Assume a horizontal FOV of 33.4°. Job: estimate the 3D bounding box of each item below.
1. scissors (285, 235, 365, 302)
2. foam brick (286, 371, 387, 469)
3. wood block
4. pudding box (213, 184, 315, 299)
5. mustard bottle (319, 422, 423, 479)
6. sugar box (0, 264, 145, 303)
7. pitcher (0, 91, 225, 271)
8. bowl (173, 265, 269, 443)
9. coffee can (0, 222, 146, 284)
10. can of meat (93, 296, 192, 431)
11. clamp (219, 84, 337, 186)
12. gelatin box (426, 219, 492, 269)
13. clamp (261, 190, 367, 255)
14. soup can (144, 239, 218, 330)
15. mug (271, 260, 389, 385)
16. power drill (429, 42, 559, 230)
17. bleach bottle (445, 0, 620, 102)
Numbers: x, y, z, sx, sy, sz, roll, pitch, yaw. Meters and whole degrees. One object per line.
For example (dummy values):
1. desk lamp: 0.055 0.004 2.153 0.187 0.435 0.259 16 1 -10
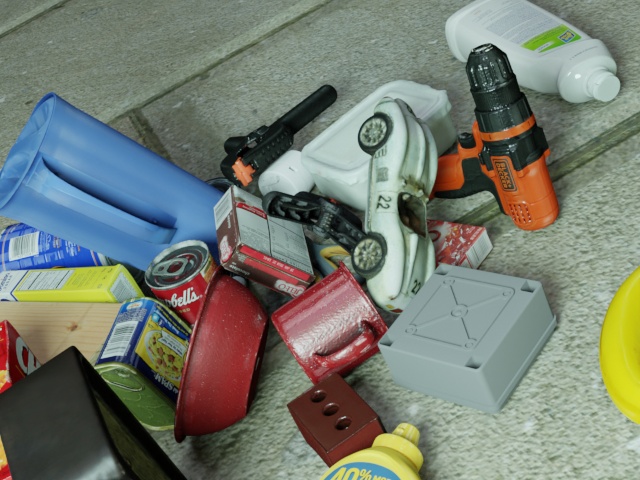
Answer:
1. scissors: -0.029 0.018 1.122 0.096 0.016 0.202 -40 35 -20
2. foam brick: 0.017 0.155 0.872 0.053 0.051 0.078 -34 34 -12
3. wood block: -0.267 0.122 1.077 0.206 0.090 0.090 -1 40 33
4. pudding box: -0.057 0.001 1.066 0.039 0.090 0.113 -52 27 24
5. mustard bottle: 0.029 0.212 0.780 0.096 0.058 0.191 1 42 35
6. sugar box: -0.264 0.075 1.137 0.176 0.093 0.048 -6 38 29
7. pitcher: -0.202 -0.038 1.099 0.145 0.242 0.149 -35 38 44
8. bowl: -0.082 0.106 0.947 0.055 0.162 0.162 12 41 2
9. coffee can: -0.283 0.016 1.220 0.140 0.102 0.102 -13 36 20
10. can of meat: -0.157 0.113 0.991 0.058 0.102 0.084 -14 42 34
11. clamp: -0.058 -0.119 1.251 0.165 0.036 0.210 -29 15 15
12. gelatin box: 0.109 0.020 1.012 0.073 0.030 0.089 10 48 43
13. clamp: 0.012 -0.017 1.072 0.039 0.120 0.171 -57 -8 12
14. soup can: -0.119 0.059 1.049 0.068 0.102 0.068 -18 35 13
15. mug: 0.013 0.081 0.938 0.081 0.093 0.117 -34 21 -2
16. power drill: 0.132 -0.096 1.033 0.057 0.184 0.188 -34 23 -32
17. bleach bottle: 0.244 -0.209 1.205 0.102 0.068 0.251 -31 36 -6
